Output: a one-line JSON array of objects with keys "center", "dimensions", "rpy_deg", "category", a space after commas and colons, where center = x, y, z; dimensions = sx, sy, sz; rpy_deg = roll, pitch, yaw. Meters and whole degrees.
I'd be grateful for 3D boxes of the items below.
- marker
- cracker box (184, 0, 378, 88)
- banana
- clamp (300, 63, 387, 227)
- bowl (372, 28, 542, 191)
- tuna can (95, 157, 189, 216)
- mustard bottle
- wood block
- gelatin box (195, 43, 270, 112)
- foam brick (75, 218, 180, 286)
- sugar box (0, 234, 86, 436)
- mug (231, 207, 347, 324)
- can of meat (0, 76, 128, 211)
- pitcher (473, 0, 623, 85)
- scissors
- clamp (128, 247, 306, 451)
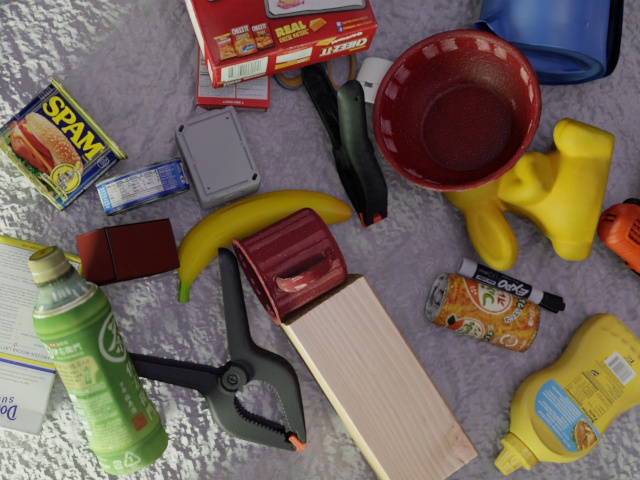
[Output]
[{"center": [0.199, 0.047, 1.106], "dimensions": [0.121, 0.020, 0.020], "rpy_deg": [22, 85, -7], "category": "marker"}, {"center": [-0.057, -0.269, 1.028], "dimensions": [0.164, 0.072, 0.214], "rpy_deg": [-17, 80, -10], "category": "cracker box"}, {"center": [-0.067, -0.012, 1.061], "dimensions": [0.197, 0.037, 0.069], "rpy_deg": [-26, 121, -6], "category": "banana"}, {"center": [0.033, -0.090, 1.034], "dimensions": [0.039, 0.120, 0.171], "rpy_deg": [-25, 106, -6], "category": "clamp"}, {"center": [0.134, -0.118, 1.025], "dimensions": [0.162, 0.055, 0.162], "rpy_deg": [-5, 75, 18], "category": "bowl"}, {"center": [-0.169, -0.051, 1.019], "dimensions": [0.086, 0.086, 0.034], "rpy_deg": [-19, 93, -9], "category": "tuna can"}, {"center": [0.253, 0.169, 1.091], "dimensions": [0.191, 0.058, 0.096], "rpy_deg": [-41, 96, -8], "category": "mustard bottle"}, {"center": [0.054, 0.142, 1.046], "dimensions": [0.090, 0.090, 0.206], "rpy_deg": [-34, 94, -8], "category": "wood block"}, {"center": [-0.087, -0.175, 1.063], "dimensions": [0.073, 0.030, 0.089], "rpy_deg": [1, 86, -8], "category": "gelatin box"}, {"center": [-0.182, 0.011, 1.015], "dimensions": [0.078, 0.053, 0.051], "rpy_deg": [-11, 87, -47], "category": "foam brick"}, {"center": [-0.289, 0.089, 1.017], "dimensions": [0.093, 0.048, 0.176], "rpy_deg": [16, 89, -11], "category": "sugar box"}, {"center": [-0.024, 0.022, 1.006], "dimensions": [0.081, 0.117, 0.093], "rpy_deg": [-28, 103, -11], "category": "mug"}, {"center": [-0.250, -0.091, 1.023], "dimensions": [0.084, 0.057, 0.102], "rpy_deg": [-42, 94, -5], "category": "can of meat"}, {"center": [0.241, -0.282, 1.076], "dimensions": [0.145, 0.149, 0.243], "rpy_deg": [8, 84, 13], "category": "pitcher"}, {"center": [-0.024, -0.240, 1.082], "dimensions": [0.096, 0.016, 0.202], "rpy_deg": [-21, 91, -9], "category": "scissors"}, {"center": [-0.082, 0.120, 1.043], "dimensions": [0.210, 0.036, 0.164], "rpy_deg": [40, 98, -7], "category": "clamp"}]
